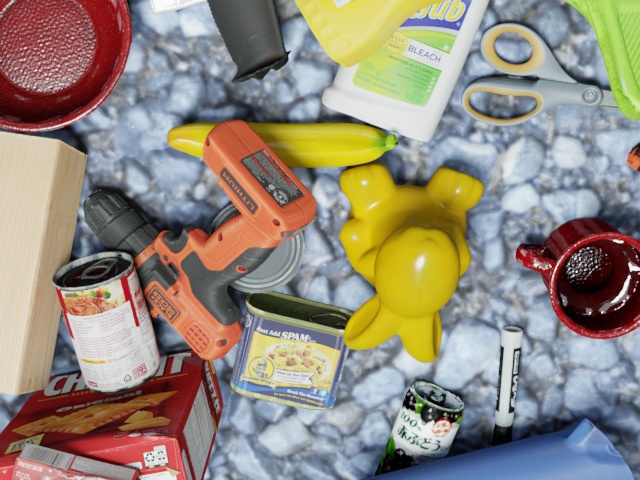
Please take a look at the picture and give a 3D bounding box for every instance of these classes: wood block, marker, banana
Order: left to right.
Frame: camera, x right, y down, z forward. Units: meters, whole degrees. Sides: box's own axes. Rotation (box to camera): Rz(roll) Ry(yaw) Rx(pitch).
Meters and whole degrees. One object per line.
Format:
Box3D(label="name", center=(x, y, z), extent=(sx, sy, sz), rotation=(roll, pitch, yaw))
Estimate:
Box3D(label="wood block", center=(-0.265, 0.017, 0.892), extent=(0.091, 0.090, 0.206), rotation=(8, 87, 4))
Box3D(label="banana", center=(-0.028, -0.085, 0.906), extent=(0.198, 0.069, 0.037), rotation=(0, 77, 13))
Box3D(label="marker", center=(0.172, 0.139, 0.984), extent=(0.020, 0.020, 0.121), rotation=(3, 105, 0))

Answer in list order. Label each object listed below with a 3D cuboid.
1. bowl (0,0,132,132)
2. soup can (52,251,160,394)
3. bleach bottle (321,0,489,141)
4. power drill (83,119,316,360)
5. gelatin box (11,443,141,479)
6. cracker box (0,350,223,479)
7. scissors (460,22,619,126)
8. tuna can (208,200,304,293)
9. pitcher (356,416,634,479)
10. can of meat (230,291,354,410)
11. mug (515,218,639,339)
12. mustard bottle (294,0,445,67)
Box3D(label="bowl", center=(-0.234, -0.168, 0.883), extent=(0.162, 0.055, 0.162), rotation=(0, 91, -2))
Box3D(label="soup can", center=(-0.178, 0.069, 0.897), extent=(0.068, 0.068, 0.102), rotation=(-10, 113, 3))
Box3D(label="bleach bottle", center=(0.090, -0.214, 0.873), extent=(0.102, 0.068, 0.251), rotation=(20, 101, 0))
Box3D(label="power drill", center=(-0.103, -0.013, 0.889), extent=(0.184, 0.057, 0.188), rotation=(47, 128, 5))
Box3D(label="gelatin box", center=(-0.182, 0.195, 0.777), extent=(0.089, 0.030, 0.073), rotation=(15, 103, -2))
Box3D(label="cracker box", center=(-0.178, 0.165, 0.897), extent=(0.164, 0.213, 0.072), rotation=(-10, 102, 3))
Box3D(label="scissors", center=(0.219, -0.141, 0.902), extent=(0.202, 0.016, 0.096), rotation=(-4, 100, 8))
Box3D(label="tuna can", center=(-0.056, 0.001, 0.944), extent=(0.086, 0.033, 0.086), rotation=(0, 105, 1))
Box3D(label="pitcher", center=(0.141, 0.252, 0.923), extent=(0.242, 0.145, 0.149), rotation=(-7, 69, -16))
Box3D(label="can of meat", center=(-0.025, 0.099, 0.958), extent=(0.102, 0.057, 0.084), rotation=(13, 106, -3))
Box3D(label="mug", center=(0.225, 0.026, 0.921), extent=(0.117, 0.081, 0.093), rotation=(13, 104, -3))
Box3D(label="mustard bottle", center=(0.071, -0.222, 0.814), extent=(0.192, 0.058, 0.096), rotation=(-32, 75, 15))
